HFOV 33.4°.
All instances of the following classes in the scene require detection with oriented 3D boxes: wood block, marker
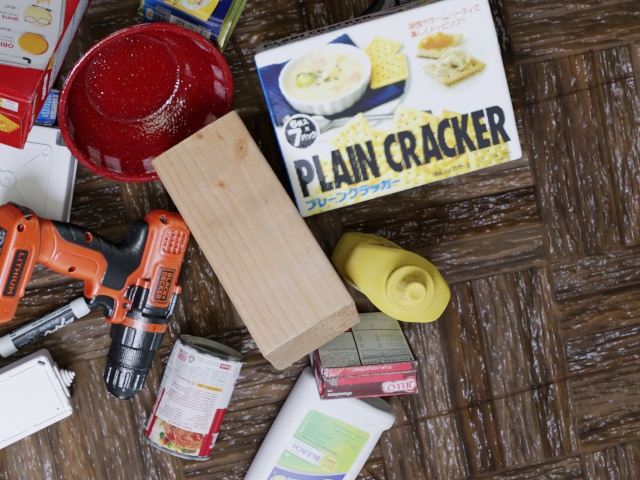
[{"bbox_3d":[-0.057,0.001,0.956,0.090,0.091,0.206,-32,74,-2],"label":"wood block"},{"bbox_3d":[-0.251,0.075,1.017,0.121,0.020,0.020,-28,98,-3],"label":"marker"}]

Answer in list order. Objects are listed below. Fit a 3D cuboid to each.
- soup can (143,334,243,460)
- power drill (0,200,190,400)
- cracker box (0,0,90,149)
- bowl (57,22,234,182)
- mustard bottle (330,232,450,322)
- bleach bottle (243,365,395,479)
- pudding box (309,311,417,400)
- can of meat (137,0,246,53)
[{"bbox_3d":[-0.120,0.148,1.013,0.068,0.068,0.102,19,92,-7],"label":"soup can"},{"bbox_3d":[-0.216,0.049,0.962,0.187,0.057,0.184,13,94,-41],"label":"power drill"},{"bbox_3d":[-0.294,-0.192,0.904,0.164,0.072,0.213,17,50,-8],"label":"cracker box"},{"bbox_3d":[-0.163,-0.134,0.967,0.162,0.055,0.162,-15,131,-18],"label":"bowl"},{"bbox_3d":[0.066,0.035,0.959,0.096,0.192,0.058,31,91,-8],"label":"mustard bottle"},{"bbox_3d":[-0.029,0.253,1.037,0.102,0.068,0.251,26,95,-8],"label":"bleach bottle"},{"bbox_3d":[0.037,0.106,1.001,0.090,0.113,0.039,-3,113,-6],"label":"pudding box"},{"bbox_3d":[-0.110,-0.230,0.974,0.084,0.057,0.102,24,72,-5],"label":"can of meat"}]
